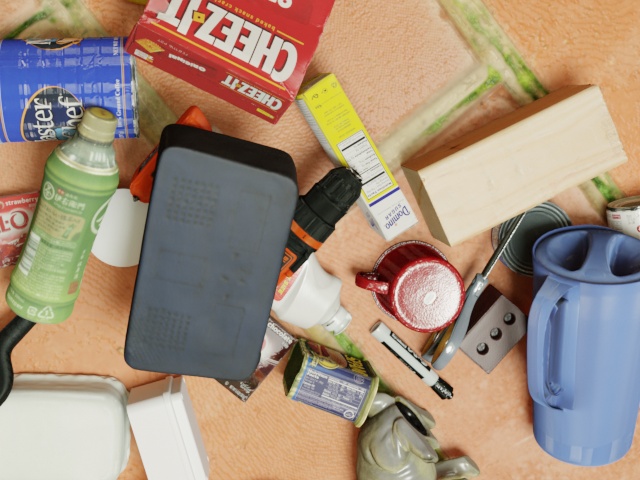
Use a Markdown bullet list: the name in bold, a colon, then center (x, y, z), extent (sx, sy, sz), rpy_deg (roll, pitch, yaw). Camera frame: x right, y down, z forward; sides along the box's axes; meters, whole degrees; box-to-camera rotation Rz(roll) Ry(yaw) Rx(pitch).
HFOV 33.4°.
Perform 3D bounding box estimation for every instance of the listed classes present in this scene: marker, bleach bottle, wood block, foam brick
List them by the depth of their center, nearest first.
- **bleach bottle**: center (-0.057, 0.001, 1.123), extent (0.102, 0.068, 0.250), rpy_deg (-45, 103, 5)
- **wood block**: center (0.203, -0.082, 1.130), extent (0.206, 0.091, 0.090), rpy_deg (-26, 100, -3)
- **foam brick**: center (0.186, 0.097, 1.175), extent (0.053, 0.051, 0.078), rpy_deg (41, 91, -12)
- **marker**: center (0.104, 0.136, 1.186), extent (0.121, 0.020, 0.020), rpy_deg (43, 91, -11)

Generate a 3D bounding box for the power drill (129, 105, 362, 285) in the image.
- **power drill**: center (-0.076, -0.044, 1.043), extent (0.187, 0.057, 0.184), rpy_deg (40, 101, -15)

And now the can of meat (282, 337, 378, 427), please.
- **can of meat**: center (0.008, 0.148, 1.135), extent (0.084, 0.102, 0.057), rpy_deg (21, 96, -8)

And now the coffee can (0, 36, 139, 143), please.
- **coffee can**: center (-0.252, -0.149, 1.053), extent (0.140, 0.103, 0.103), rpy_deg (-3, 99, -8)

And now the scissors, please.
- **scissors**: center (0.164, 0.059, 1.130), extent (0.016, 0.096, 0.202), rpy_deg (29, 114, -6)

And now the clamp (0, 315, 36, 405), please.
- **clamp**: center (-0.337, 0.114, 1.085), extent (0.120, 0.039, 0.171), rpy_deg (0, 69, -7)

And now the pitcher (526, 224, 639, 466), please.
- **pitcher**: center (0.278, 0.118, 1.124), extent (0.149, 0.145, 0.243), rpy_deg (-2, 116, 0)

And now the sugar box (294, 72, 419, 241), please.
- **sugar box**: center (0.035, -0.088, 1.106), extent (0.048, 0.093, 0.176), rpy_deg (-34, 102, -2)

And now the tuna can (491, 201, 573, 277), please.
- **tuna can**: center (0.233, -0.004, 1.175), extent (0.086, 0.034, 0.086), rpy_deg (-1, 99, -7)

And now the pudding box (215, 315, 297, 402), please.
- **pudding box**: center (-0.096, 0.103, 1.144), extent (0.113, 0.039, 0.090), rpy_deg (40, 92, -11)

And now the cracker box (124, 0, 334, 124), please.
- **cracker box**: center (-0.070, -0.246, 1.038), extent (0.164, 0.072, 0.213), rpy_deg (25, 67, -11)

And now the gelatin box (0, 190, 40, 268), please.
- **gelatin box**: center (-0.326, -0.009, 1.101), extent (0.089, 0.030, 0.073), rpy_deg (-9, 100, -7)

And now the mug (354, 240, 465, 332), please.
- **mug**: center (0.095, 0.049, 1.140), extent (0.117, 0.081, 0.093), rpy_deg (11, 97, -9)
